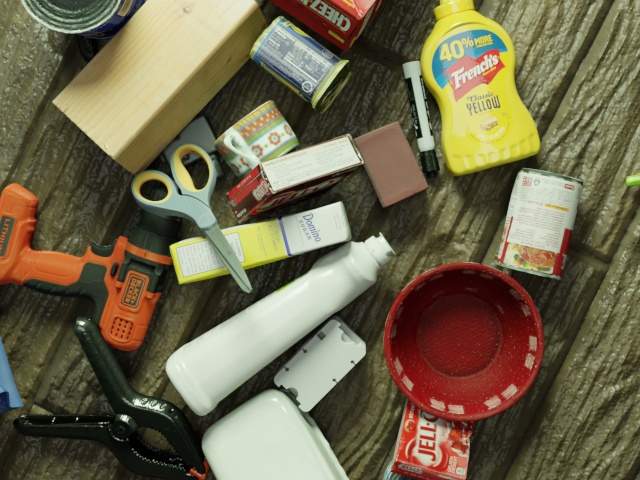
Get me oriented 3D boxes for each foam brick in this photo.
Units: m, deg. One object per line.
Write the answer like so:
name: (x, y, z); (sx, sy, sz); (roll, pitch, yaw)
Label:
foam brick: (0.071, -0.078, 1.097); (0.051, 0.053, 0.078); (-25, 91, 3)

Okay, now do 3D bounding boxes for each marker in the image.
marker: (0.105, -0.125, 1.110); (0.020, 0.020, 0.121); (-10, 91, 3)

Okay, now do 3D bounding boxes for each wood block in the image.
wood block: (-0.156, -0.175, 1.073); (0.091, 0.090, 0.206); (43, 88, 11)

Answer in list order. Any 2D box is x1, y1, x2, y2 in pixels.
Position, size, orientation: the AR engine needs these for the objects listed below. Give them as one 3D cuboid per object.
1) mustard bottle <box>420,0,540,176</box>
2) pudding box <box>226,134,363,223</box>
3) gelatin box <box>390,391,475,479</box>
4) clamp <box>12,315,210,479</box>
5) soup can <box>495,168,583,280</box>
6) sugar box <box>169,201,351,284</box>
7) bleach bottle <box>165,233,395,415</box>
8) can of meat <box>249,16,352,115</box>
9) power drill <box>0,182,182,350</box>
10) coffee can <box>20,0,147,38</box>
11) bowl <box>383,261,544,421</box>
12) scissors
mustard bottle: (0.154, -0.168, 1.087); (0.096, 0.058, 0.191); (-15, 90, 2)
pudding box: (-0.026, -0.061, 1.062); (0.113, 0.090, 0.039); (-23, 85, -31)
gelatin box: (0.116, 0.203, 1.089); (0.073, 0.030, 0.089); (16, 50, 3)
clamp: (-0.213, 0.194, 1.119); (0.210, 0.036, 0.165); (39, 115, -7)
soup can: (0.222, -0.017, 1.083); (0.068, 0.068, 0.102); (13, 91, 2)
sugar box: (-0.057, 0.002, 1.086); (0.176, 0.093, 0.048); (-12, 92, 4)
bleach bottle: (-0.034, 0.075, 1.081); (0.251, 0.102, 0.068); (-35, 94, 4)
can of meat: (-0.019, -0.176, 1.075); (0.084, 0.102, 0.057); (37, 94, 3)
power drill: (-0.246, 0.004, 1.113); (0.187, 0.057, 0.184); (19, 93, 2)
coffee can: (-0.227, -0.249, 1.030); (0.103, 0.140, 0.103); (0, 99, -1)
bowl: (0.145, 0.101, 1.096); (0.162, 0.055, 0.162); (0, 92, 3)
scissors: (-0.131, -0.016, 1.044); (0.096, 0.016, 0.202); (-16, 52, -1)
